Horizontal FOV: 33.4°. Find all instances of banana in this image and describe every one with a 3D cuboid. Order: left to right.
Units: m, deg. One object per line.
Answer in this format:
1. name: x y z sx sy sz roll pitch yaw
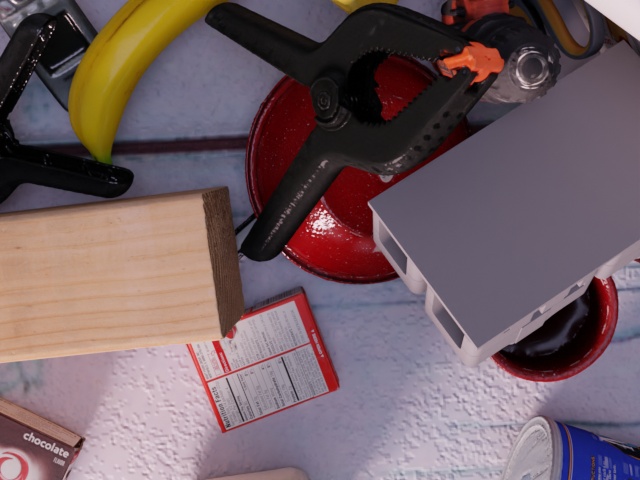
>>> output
1. banana: -0.104 -0.132 0.692 0.198 0.069 0.037 -50 54 1

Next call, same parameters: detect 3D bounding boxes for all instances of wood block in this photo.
1. wood block: -0.161 0.023 0.680 0.206 0.091 0.090 -7 96 6

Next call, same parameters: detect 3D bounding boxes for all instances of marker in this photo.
1. marker: -0.055 0.001 0.730 0.121 0.020 0.020 -41 97 3

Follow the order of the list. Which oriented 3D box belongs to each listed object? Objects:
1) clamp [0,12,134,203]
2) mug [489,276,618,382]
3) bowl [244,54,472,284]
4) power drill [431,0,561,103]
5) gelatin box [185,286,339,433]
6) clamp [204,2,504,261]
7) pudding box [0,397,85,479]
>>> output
1. clamp: -0.210 -0.072 0.678 0.172 0.039 0.120 -9 104 18
2. mug: 0.130 0.033 0.708 0.117 0.081 0.093 29 95 -5
3. bowl: 0.034 -0.048 0.696 0.162 0.055 0.162 -1 95 -12
4. power drill: 0.092 -0.174 0.622 0.057 0.184 0.188 -8 104 -5
5. gelatin box: -0.040 0.082 0.735 0.089 0.030 0.073 -21 98 1
6. clamp: 0.012 -0.069 0.616 0.036 0.210 0.164 -9 96 -46
7. pudding box: -0.232 0.155 0.732 0.113 0.039 0.090 25 95 -5
